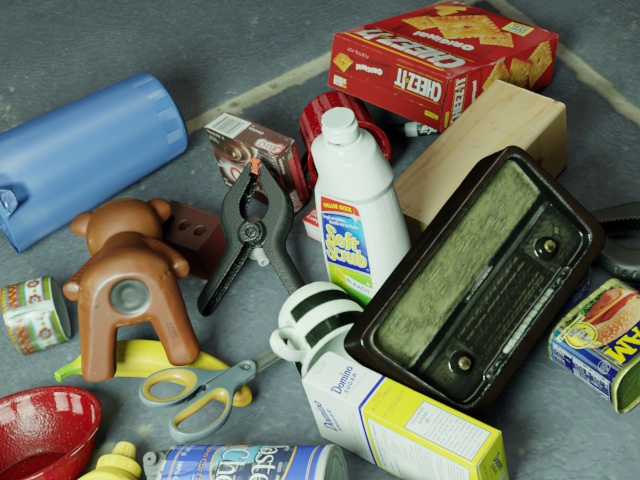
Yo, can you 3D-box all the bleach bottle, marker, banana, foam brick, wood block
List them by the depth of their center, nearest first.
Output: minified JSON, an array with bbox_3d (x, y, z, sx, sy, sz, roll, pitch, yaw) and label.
[{"bbox_3d":[0.034,-0.021,0.980,0.068,0.251,0.103,-39,49,-21],"label":"bleach bottle"},{"bbox_3d":[-0.155,0.128,1.041,0.198,0.037,0.069,4,41,12],"label":"banana"},{"bbox_3d":[0.159,-0.059,1.093,0.090,0.091,0.205,27,59,34],"label":"wood block"},{"bbox_3d":[-0.140,0.000,1.152,0.078,0.051,0.053,18,55,30],"label":"foam brick"},{"bbox_3d":[0.129,-0.129,1.218,0.121,0.020,0.020,-5,46,12],"label":"marker"}]

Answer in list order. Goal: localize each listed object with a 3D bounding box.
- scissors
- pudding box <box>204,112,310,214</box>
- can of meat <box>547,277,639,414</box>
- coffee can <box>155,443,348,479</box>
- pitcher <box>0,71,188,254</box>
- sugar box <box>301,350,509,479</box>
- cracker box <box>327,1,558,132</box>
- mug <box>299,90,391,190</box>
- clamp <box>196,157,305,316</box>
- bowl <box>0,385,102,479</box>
[{"bbox_3d":[-0.090,0.119,1.000,0.096,0.016,0.201,21,36,19],"label":"scissors"},{"bbox_3d":[-0.069,-0.085,1.185,0.114,0.090,0.039,28,58,36],"label":"pudding box"},{"bbox_3d":[0.265,0.090,0.945,0.102,0.057,0.084,-35,45,-18],"label":"can of meat"},{"bbox_3d":[-0.054,0.220,0.882,0.140,0.103,0.102,-2,47,14],"label":"coffee can"},{"bbox_3d":[-0.284,-0.099,1.247,0.242,0.145,0.149,-30,59,-18],"label":"pitcher"},{"bbox_3d":[0.072,0.164,0.905,0.176,0.093,0.048,25,58,33],"label":"sugar box"},{"bbox_3d":[0.140,-0.204,1.201,0.164,0.072,0.213,27,36,34],"label":"cracker box"},{"bbox_3d":[0.016,-0.105,1.191,0.117,0.093,0.081,-47,35,22],"label":"mug"},{"bbox_3d":[-0.057,0.001,1.099,0.120,0.039,0.171,8,81,10],"label":"clamp"},{"bbox_3d":[-0.271,0.199,0.978,0.162,0.055,0.162,-11,24,5],"label":"bowl"}]
